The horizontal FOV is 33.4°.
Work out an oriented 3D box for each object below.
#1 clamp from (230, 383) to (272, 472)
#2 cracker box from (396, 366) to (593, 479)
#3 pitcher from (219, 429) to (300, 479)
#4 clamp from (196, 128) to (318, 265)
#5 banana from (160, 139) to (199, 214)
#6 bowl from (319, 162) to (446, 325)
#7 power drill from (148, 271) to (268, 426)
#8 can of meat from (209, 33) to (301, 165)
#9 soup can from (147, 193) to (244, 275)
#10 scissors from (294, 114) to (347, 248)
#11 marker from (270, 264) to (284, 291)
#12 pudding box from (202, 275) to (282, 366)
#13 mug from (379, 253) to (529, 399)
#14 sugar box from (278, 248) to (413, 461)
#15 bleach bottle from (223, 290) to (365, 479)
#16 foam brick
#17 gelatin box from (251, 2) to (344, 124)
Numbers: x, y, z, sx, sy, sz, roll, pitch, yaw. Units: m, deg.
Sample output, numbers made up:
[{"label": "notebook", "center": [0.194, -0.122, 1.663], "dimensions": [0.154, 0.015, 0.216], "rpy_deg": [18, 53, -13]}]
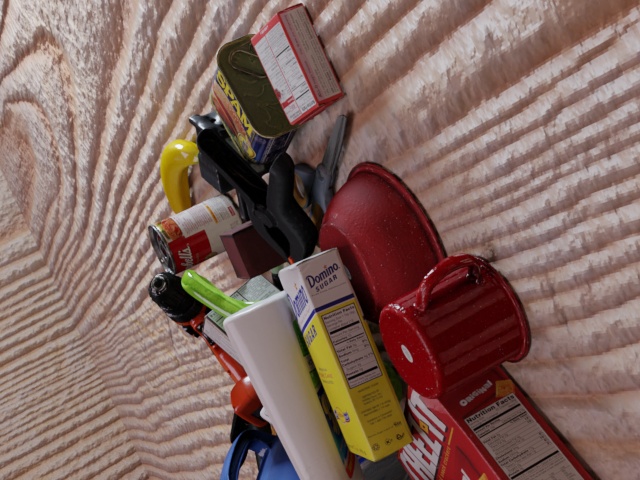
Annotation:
[{"label": "clamp", "center": [-0.093, 0.197, 1.403], "dimensions": [0.165, 0.036, 0.210], "rpy_deg": [-178, 85, -70]}, {"label": "cracker box", "center": [0.150, 0.209, 0.875], "dimensions": [0.214, 0.072, 0.164], "rpy_deg": [52, 156, 32]}, {"label": "pitcher", "center": [-0.033, 0.309, 1.170], "dimensions": [0.242, 0.149, 0.145], "rpy_deg": [-63, -35, -69]}, {"label": "clamp", "center": [-0.041, -0.035, 1.015], "dimensions": [0.120, 0.039, 0.171], "rpy_deg": [22, 154, 51]}, {"label": "banana", "center": [-0.180, -0.084, 1.373], "dimensions": [0.069, 0.037, 0.198], "rpy_deg": [62, 159, 9]}, {"label": "bowl", "center": [0.045, 0.016, 0.926], "dimensions": [0.162, 0.055, 0.162], "rpy_deg": [51, 156, 33]}, {"label": "power drill", "center": [-0.119, 0.126, 1.271], "dimensions": [0.188, 0.057, 0.184], "rpy_deg": [52, -177, 27]}, {"label": "can of meat", "center": [-0.062, -0.130, 1.012], "dimensions": [0.102, 0.057, 0.084], "rpy_deg": [60, 161, 9]}, {"label": "soup can", "center": [-0.149, -0.008, 1.293], "dimensions": [0.069, 0.102, 0.068], "rpy_deg": [50, 155, 33]}, {"label": "scissors", "center": [-0.006, -0.071, 1.002], "dimensions": [0.096, 0.016, 0.202], "rpy_deg": [51, 155, 32]}, {"label": "marker", "center": [-0.056, 0.007, 1.206], "dimensions": [0.020, 0.020, 0.121], "rpy_deg": [35, 144, 53]}, {"label": "pudding box", "center": [-0.062, 0.102, 1.199], "dimensions": [0.113, 0.089, 0.039], "rpy_deg": [38, 148, 18]}, {"label": "mug", "center": [0.098, 0.061, 0.812], "dimensions": [0.093, 0.081, 0.117], "rpy_deg": [46, 153, 40]}, {"label": "sugar box", "center": [0.019, 0.098, 0.920], "dimensions": [0.176, 0.048, 0.093], "rpy_deg": [65, 166, 1]}, {"label": "bleach bottle", "center": [-0.008, 0.173, 0.990], "dimensions": [0.102, 0.068, 0.251], "rpy_deg": [-22, -92, -81]}, {"label": "foam brick", "center": [-0.057, 0.001, 1.123], "dimensions": [0.051, 0.078, 0.053], "rpy_deg": [66, 162, -7]}, {"label": "gelatin box", "center": [-0.020, -0.151, 0.925], "dimensions": [0.089, 0.030, 0.073], "rpy_deg": [65, 158, -2]}]
